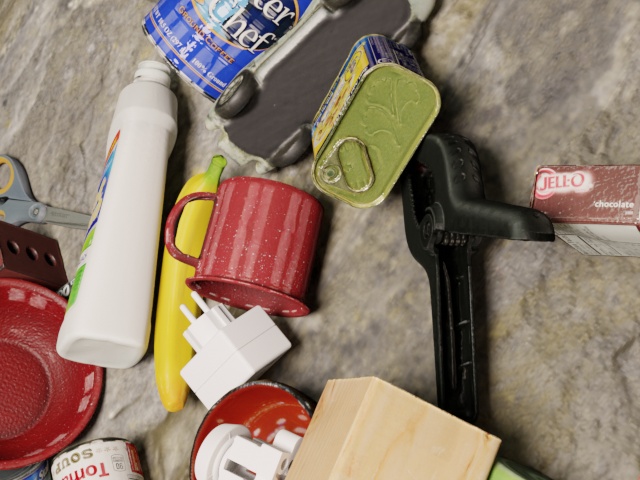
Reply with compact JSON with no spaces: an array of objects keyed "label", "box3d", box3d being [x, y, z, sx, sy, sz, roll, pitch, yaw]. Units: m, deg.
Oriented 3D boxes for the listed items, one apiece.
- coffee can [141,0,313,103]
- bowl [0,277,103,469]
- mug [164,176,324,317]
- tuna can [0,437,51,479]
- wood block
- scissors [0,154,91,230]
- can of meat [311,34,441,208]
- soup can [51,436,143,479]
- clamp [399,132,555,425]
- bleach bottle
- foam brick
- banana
[{"label":"coffee can","box3d":[-0.057,-0.189,0.840,0.140,0.102,0.103,-43,56,16]},{"label":"bowl","box3d":[-0.264,0.115,0.882,0.055,0.161,0.162,129,137,-58]},{"label":"mug","box3d":[-0.055,0.001,0.777,0.093,0.117,0.081,145,140,-71]},{"label":"tuna can","box3d":[-0.264,0.196,0.871,0.086,0.085,0.034,6,111,36]},{"label":"wood block","box3d":[0.014,0.192,0.619,0.206,0.090,0.091,-65,11,-15]},{"label":"scissors","box3d":[-0.263,-0.043,0.991,0.202,0.016,0.096,-8,71,33]},{"label":"can of meat","box3d":[0.034,-0.086,0.744,0.102,0.057,0.084,-59,17,22]},{"label":"soup can","box3d":[-0.162,0.209,0.809,0.069,0.068,0.102,-33,58,22]},{"label":"clamp","box3d":[0.084,0.005,0.690,0.210,0.036,0.165,-109,27,-55]},{"label":"bleach bottle","box3d":[-0.158,-0.028,0.877,0.103,0.068,0.251,137,142,-63]},{"label":"foam brick","box3d":[-0.270,0.024,0.936,0.051,0.078,0.053,-34,60,20]},{"label":"banana","box3d":[-0.107,0.032,0.833,0.037,0.070,0.198,9,84,-9]}]
